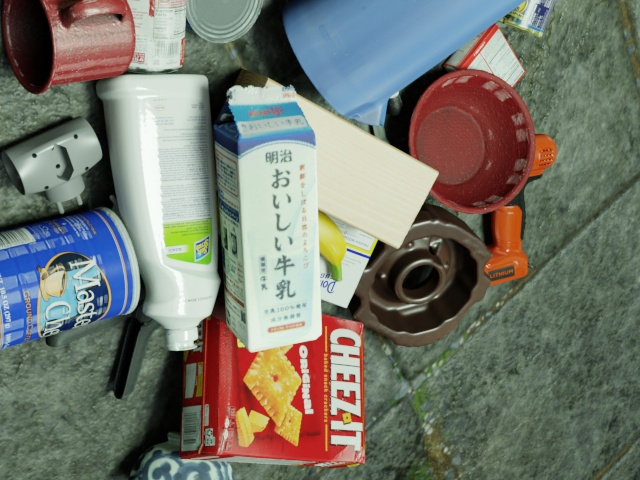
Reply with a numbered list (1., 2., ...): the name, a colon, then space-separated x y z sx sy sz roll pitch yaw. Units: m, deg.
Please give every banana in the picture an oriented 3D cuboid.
1. banana: -0.047 -0.014 1.102 0.197 0.037 0.069 21 96 -23

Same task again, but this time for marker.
1. marker: 0.070 -0.185 1.156 0.020 0.020 0.121 -36 130 -19

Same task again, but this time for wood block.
1. wood block: 0.000 -0.080 1.066 0.205 0.090 0.091 26 95 -25

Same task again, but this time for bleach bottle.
1. bleach bottle: -0.144 -0.024 0.979 0.102 0.068 0.251 -7 95 -36

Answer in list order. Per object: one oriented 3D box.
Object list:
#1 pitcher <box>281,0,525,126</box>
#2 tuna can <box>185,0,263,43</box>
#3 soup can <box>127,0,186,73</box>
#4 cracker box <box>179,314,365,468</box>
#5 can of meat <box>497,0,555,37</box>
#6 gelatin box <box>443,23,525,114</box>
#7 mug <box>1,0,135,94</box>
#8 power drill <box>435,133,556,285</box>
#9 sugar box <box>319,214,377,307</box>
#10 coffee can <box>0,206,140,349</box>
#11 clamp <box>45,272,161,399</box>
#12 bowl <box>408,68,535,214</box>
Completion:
1. pitcher: 0.088 -0.237 1.004 0.243 0.145 0.149 -31 133 21
2. tuna can: -0.097 -0.229 0.990 0.086 0.034 0.086 -18 122 -31
3. soup can: -0.151 -0.204 0.937 0.068 0.069 0.102 -11 118 -35
4. cracker box: -0.046 0.157 1.153 0.213 0.072 0.164 14 70 -41
5. can of meat: 0.214 -0.278 1.169 0.057 0.102 0.084 7 109 -41
6. gelatin box: 0.190 -0.199 1.238 0.073 0.030 0.089 -51 133 -8
7. mug: -0.202 -0.176 0.883 0.081 0.117 0.093 -16 87 -38
8. power drill: 0.204 -0.036 1.312 0.184 0.057 0.188 -11 119 -28
9. sugar box: 0.021 -0.023 1.170 0.093 0.048 0.176 22 101 -26
10. coffee can: -0.247 0.034 0.956 0.140 0.103 0.103 -16 121 -32
11. clamp: -0.191 0.067 1.063 0.120 0.039 0.171 39 81 -48
12. bowl: 0.160 -0.109 1.203 0.161 0.055 0.162 0 89 -22
